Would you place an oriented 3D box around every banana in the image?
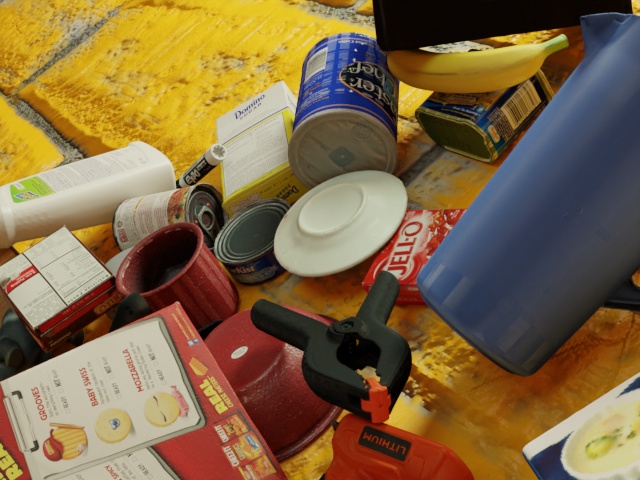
[{"bbox_3d":[0.124,-0.157,0.964,0.198,0.037,0.069,8,29,43],"label":"banana"}]

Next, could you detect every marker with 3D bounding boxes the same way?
[{"bbox_3d":[-0.132,-0.073,1.141,0.121,0.020,0.020,-32,23,56],"label":"marker"}]

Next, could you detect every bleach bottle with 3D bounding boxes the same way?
[{"bbox_3d":[-0.284,-0.041,1.131,0.250,0.068,0.103,-17,27,-29],"label":"bleach bottle"}]

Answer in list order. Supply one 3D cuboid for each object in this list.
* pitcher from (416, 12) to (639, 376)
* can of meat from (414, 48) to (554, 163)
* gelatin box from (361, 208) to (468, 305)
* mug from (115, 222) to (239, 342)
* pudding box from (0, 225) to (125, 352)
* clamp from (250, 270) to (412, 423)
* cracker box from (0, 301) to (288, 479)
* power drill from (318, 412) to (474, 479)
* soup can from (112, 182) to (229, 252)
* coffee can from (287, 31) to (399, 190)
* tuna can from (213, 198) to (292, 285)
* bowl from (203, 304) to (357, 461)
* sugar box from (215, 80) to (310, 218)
[{"bbox_3d":[0.189,-0.020,0.737,0.243,0.144,0.149,-50,48,8],"label":"pitcher"},{"bbox_3d":[0.149,-0.124,0.981,0.084,0.057,0.102,-46,36,-13],"label":"can of meat"},{"bbox_3d":[0.085,0.013,0.891,0.073,0.030,0.089,-1,46,39],"label":"gelatin box"},{"bbox_3d":[-0.133,0.053,0.977,0.093,0.081,0.117,4,49,42],"label":"mug"},{"bbox_3d":[-0.249,0.044,1.010,0.090,0.039,0.114,-34,45,-18],"label":"pudding box"},{"bbox_3d":[0.010,0.076,0.787,0.120,0.039,0.171,-14,25,2],"label":"clamp"},{"bbox_3d":[-0.157,0.162,0.757,0.213,0.072,0.164,-25,66,-24],"label":"cracker box"},{"bbox_3d":[0.020,0.210,0.684,0.185,0.057,0.187,14,56,44],"label":"power drill"},{"bbox_3d":[-0.153,-0.017,1.090,0.102,0.068,0.068,-9,42,33],"label":"soup can"},{"bbox_3d":[0.026,-0.123,1.039,0.103,0.102,0.140,-19,37,21],"label":"coffee can"},{"bbox_3d":[-0.057,0.001,1.018,0.086,0.033,0.086,-22,36,17],"label":"tuna can"},{"bbox_3d":[-0.052,0.106,0.871,0.162,0.055,0.162,-22,37,17],"label":"bowl"},{"bbox_3d":[-0.060,-0.093,1.124,0.093,0.048,0.176,-29,32,13],"label":"sugar box"}]
